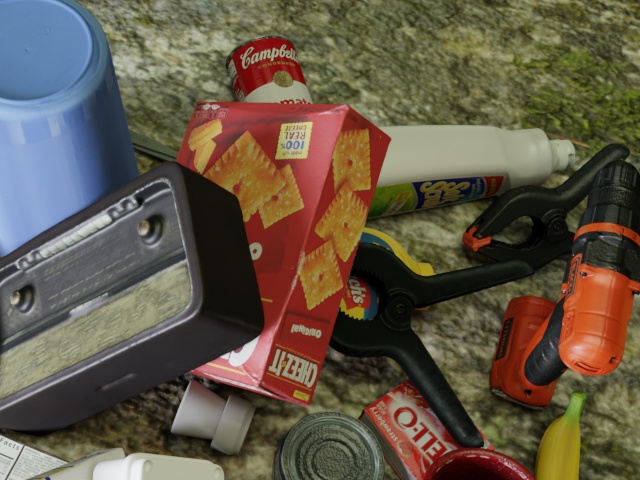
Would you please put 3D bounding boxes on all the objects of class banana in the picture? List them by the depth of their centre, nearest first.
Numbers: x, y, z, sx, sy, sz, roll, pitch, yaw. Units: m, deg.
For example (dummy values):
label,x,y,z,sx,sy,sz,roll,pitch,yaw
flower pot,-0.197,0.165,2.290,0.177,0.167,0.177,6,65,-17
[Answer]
label,x,y,z,sx,sy,sz,roll,pitch,yaw
banana,0.189,0.217,0.836,0.037,0.070,0.197,5,51,3

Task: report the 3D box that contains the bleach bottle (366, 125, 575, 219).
label,x,y,z,sx,sy,sz,roll,pitch,yaw
bleach bottle,0.117,-0.069,0.964,0.250,0.103,0.068,-8,68,-17

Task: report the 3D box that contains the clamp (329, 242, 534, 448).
label,x,y,z,sx,sy,sz,roll,pitch,yaw
clamp,0.063,0.069,0.859,0.210,0.036,0.164,15,72,-8

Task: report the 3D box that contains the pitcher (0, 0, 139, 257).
label,x,y,z,sx,sy,sz,roll,pitch,yaw
pitcher,-0.214,-0.079,0.813,0.149,0.243,0.145,-4,64,-7

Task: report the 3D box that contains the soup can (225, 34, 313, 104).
label,x,y,z,sx,sy,sz,roll,pitch,yaw
soup can,-0.042,-0.128,0.981,0.068,0.069,0.102,-10,65,-18

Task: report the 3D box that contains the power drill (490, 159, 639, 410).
label,x,y,z,sx,sy,sz,roll,pitch,yaw
power drill,0.203,0.046,0.870,0.057,0.188,0.184,20,60,0

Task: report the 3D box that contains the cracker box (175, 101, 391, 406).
label,x,y,z,sx,sy,sz,roll,pitch,yaw
cracker box,-0.055,0.001,0.817,0.164,0.072,0.213,9,76,40

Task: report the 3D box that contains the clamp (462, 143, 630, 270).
label,x,y,z,sx,sy,sz,roll,pitch,yaw
clamp,0.214,-0.026,0.973,0.171,0.039,0.120,-4,97,-15

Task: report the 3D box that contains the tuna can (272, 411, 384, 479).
label,x,y,z,sx,sy,sz,roll,pitch,yaw
tuna can,0.007,0.179,0.840,0.086,0.034,0.086,6,60,-10

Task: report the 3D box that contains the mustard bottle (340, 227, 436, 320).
label,x,y,z,sx,sy,sz,roll,pitch,yaw
mustard bottle,0.020,0.035,0.909,0.191,0.058,0.096,4,67,-12

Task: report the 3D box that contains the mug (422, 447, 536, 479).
label,x,y,z,sx,sy,sz,roll,pitch,yaw
mug,0.120,0.225,0.796,0.093,0.081,0.117,-11,44,-21

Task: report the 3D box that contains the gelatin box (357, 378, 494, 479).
label,x,y,z,sx,sy,sz,roll,pitch,yaw
gelatin box,0.086,0.159,0.872,0.073,0.030,0.089,-29,71,-25
